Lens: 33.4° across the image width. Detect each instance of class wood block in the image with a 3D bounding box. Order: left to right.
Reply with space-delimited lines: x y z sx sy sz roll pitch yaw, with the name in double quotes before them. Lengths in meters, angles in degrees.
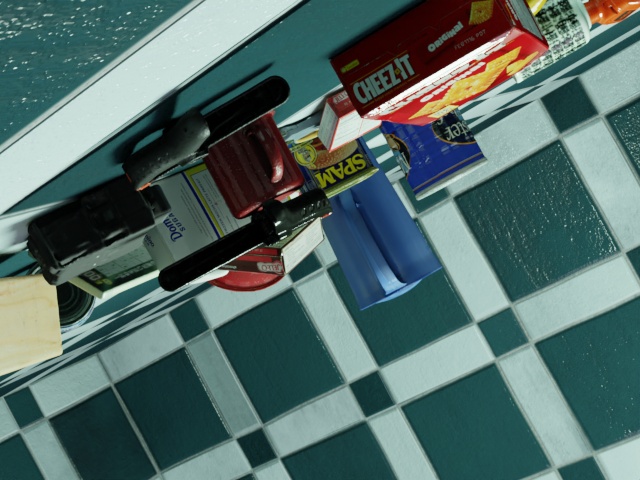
"wood block" -0.327 0.082 1.013 0.091 0.090 0.206 -7 180 6

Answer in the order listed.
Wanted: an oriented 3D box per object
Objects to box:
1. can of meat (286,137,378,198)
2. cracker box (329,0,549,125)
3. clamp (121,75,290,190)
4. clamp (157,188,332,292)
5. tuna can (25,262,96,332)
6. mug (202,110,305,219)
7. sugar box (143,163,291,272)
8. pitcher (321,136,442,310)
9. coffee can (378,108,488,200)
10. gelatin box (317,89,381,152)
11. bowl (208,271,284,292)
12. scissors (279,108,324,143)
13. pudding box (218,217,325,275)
"can of meat" 0.008 -0.101 1.344 0.102 0.084 0.057 -28 177 -18
"cracker box" 0.125 -0.180 1.040 0.164 0.072 0.213 -30 174 20
"clamp" -0.114 -0.081 0.880 0.172 0.039 0.120 -30 176 33
"clamp" -0.058 -0.010 1.060 0.165 0.036 0.209 -30 178 28
"tuna can" -0.301 0.061 1.228 0.086 0.086 0.034 -28 176 -18
"mug" -0.063 -0.076 1.055 0.093 0.081 0.117 -27 178 -25
"sugar box" -0.118 -0.036 1.162 0.175 0.093 0.048 -26 175 -36
"pitcher" 0.061 -0.031 1.523 0.144 0.243 0.149 -27 177 -35
"coffee can" 0.135 -0.136 1.356 0.103 0.140 0.103 -28 178 -1
"gelatin box" 0.037 -0.144 1.199 0.073 0.030 0.089 -30 164 -17
"bowl" -0.120 0.002 1.623 0.161 0.162 0.055 -27 145 -32
"scissors" -0.020 -0.131 1.208 0.096 0.016 0.201 -31 177 21
"pudding box" -0.058 0.001 1.231 0.090 0.039 0.113 5 -154 24
